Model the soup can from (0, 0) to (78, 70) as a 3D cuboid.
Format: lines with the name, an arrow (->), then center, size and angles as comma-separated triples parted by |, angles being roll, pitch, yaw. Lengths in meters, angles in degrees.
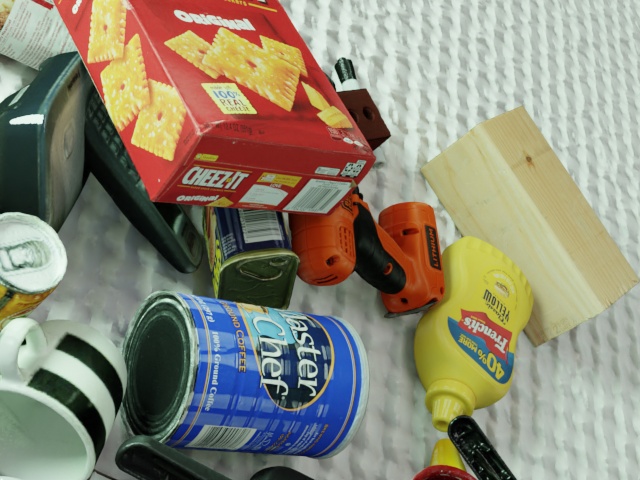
soup can -> -0.210, -0.163, 0.791 | 0.102, 0.069, 0.068 | 23, 49, -29

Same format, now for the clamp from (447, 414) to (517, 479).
clamp -> 0.162, 0.220, 0.823 | 0.171, 0.039, 0.120 | 54, 5, -24

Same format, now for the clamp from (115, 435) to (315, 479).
clamp -> -0.037, 0.183, 0.684 | 0.164, 0.036, 0.209 | 55, 20, 15

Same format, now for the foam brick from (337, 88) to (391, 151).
foam brick -> 0.014, -0.098, 0.955 | 0.078, 0.051, 0.053 | -16, 74, -46

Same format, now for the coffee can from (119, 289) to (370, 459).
coffee can -> -0.052, 0.094, 0.726 | 0.140, 0.103, 0.103 | 12, 55, -35

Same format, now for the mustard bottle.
mustard bottle -> 0.127, 0.088, 0.921 | 0.096, 0.058, 0.191 | 44, 43, -16

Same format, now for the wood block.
wood block -> 0.203, -0.015, 1.034 | 0.090, 0.090, 0.206 | -25, 81, -46

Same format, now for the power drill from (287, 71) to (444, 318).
power drill -> 0.032, -0.028, 0.869 | 0.187, 0.057, 0.184 | 33, 47, -49

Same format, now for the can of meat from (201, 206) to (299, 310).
can of meat -> -0.055, 0.001, 0.789 | 0.057, 0.102, 0.084 | -7, 61, -12

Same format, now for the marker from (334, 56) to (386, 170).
marker -> 0.036, -0.123, 1.015 | 0.020, 0.020, 0.121 | 3, 61, -40

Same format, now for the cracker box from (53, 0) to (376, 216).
cracker box -> -0.076, -0.121, 0.741 | 0.163, 0.072, 0.214 | 3, 49, -46
